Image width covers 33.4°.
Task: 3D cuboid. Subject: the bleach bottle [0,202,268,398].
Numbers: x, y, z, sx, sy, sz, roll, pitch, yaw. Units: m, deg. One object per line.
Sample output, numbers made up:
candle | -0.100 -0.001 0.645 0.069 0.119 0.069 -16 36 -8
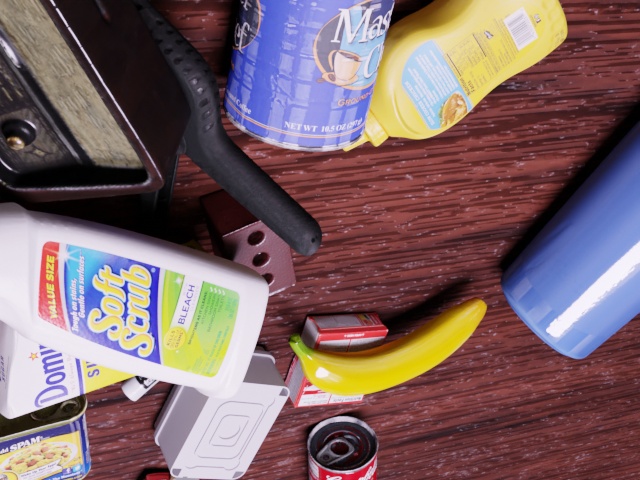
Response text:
bleach bottle | -0.156 0.039 0.708 0.250 0.068 0.102 16 94 -39

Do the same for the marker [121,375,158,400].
marker | -0.116 0.090 0.893 0.121 0.020 0.020 -40 133 5

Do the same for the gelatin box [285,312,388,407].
gelatin box | 0.013 0.109 0.972 0.073 0.030 0.089 -1 125 -30

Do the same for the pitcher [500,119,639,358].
pitcher | 0.285 -0.010 0.969 0.149 0.145 0.243 33 109 -28

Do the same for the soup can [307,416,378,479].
soup can | 0.022 0.231 1.047 0.068 0.068 0.102 -16 132 -17

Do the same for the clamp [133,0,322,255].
clamp | -0.088 -0.071 0.718 0.036 0.165 0.210 -52 138 -40

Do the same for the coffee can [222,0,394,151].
coffee can | -0.005 -0.145 0.711 0.102 0.103 0.140 -5 127 -25

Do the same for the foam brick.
foam brick | -0.055 0.001 0.834 0.053 0.051 0.078 -22 132 -13

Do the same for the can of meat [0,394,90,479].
can of meat | -0.237 0.160 0.859 0.102 0.057 0.084 -13 132 -20

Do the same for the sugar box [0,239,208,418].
sugar box | -0.161 0.064 0.799 0.175 0.048 0.093 -19 135 -40

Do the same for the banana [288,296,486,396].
banana | 0.062 0.099 0.945 0.197 0.037 0.070 -11 129 -26

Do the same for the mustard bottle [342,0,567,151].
mustard bottle | 0.089 -0.132 0.803 0.191 0.058 0.096 -38 135 3
